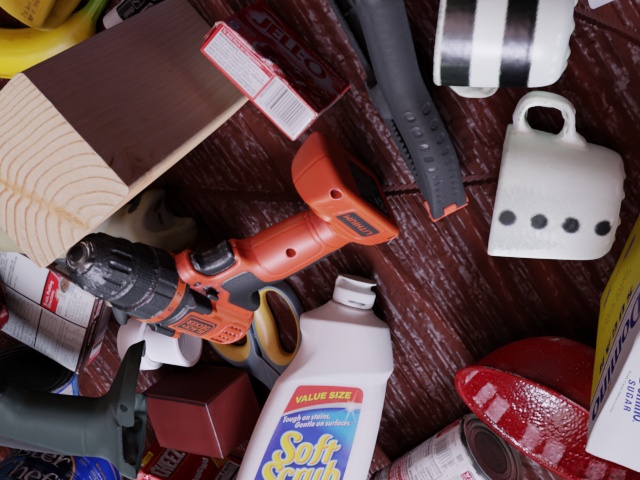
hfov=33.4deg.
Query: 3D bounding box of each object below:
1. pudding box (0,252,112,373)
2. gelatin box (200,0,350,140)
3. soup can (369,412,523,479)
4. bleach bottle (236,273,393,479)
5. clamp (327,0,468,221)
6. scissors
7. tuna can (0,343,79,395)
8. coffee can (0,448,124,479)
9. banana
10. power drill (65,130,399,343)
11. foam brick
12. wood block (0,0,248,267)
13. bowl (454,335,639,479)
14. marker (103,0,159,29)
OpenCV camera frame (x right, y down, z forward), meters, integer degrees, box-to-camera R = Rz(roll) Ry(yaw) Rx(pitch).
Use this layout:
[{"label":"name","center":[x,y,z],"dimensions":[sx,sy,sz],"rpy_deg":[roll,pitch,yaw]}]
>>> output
[{"label":"pudding box","center":[-0.229,0.046,0.884],"dimensions":[0.113,0.039,0.090],"rpy_deg":[28,123,10]},{"label":"gelatin box","center":[-0.029,-0.116,0.714],"dimensions":[0.089,0.073,0.030],"rpy_deg":[44,120,-3]},{"label":"soup can","center":[0.094,0.183,0.812],"dimensions":[0.068,0.068,0.102],"rpy_deg":[47,120,-5]},{"label":"bleach bottle","center":[-0.010,0.147,0.803],"dimensions":[0.102,0.068,0.251],"rpy_deg":[15,96,9]},{"label":"clamp","center":[0.045,-0.106,0.682],"dimensions":[0.036,0.165,0.210],"rpy_deg":[-27,127,1]},{"label":"scissors","center":[-0.044,0.122,0.864],"dimensions":[0.096,0.016,0.202],"rpy_deg":[5,115,20]},{"label":"tuna can","center":[-0.247,0.123,0.900],"dimensions":[0.086,0.086,0.034],"rpy_deg":[9,118,16]},{"label":"coffee can","center":[-0.247,0.233,0.919],"dimensions":[0.103,0.140,0.103],"rpy_deg":[8,117,16]},{"label":"banana","center":[-0.247,-0.158,0.800],"dimensions":[0.198,0.037,0.069],"rpy_deg":[7,87,14]},{"label":"power drill","center":[-0.055,0.001,0.727],"dimensions":[0.188,0.184,0.057],"rpy_deg":[-29,63,19]},{"label":"foam brick","center":[-0.094,0.135,0.857],"dimensions":[0.078,0.052,0.051],"rpy_deg":[1,115,41]},{"label":"wood block","center":[-0.132,-0.079,0.692],"dimensions":[0.090,0.205,0.091],"rpy_deg":[-37,98,30]},{"label":"bowl","center":[0.174,0.114,0.732],"dimensions":[0.162,0.055,0.162],"rpy_deg":[31,161,12]},{"label":"marker","center":[-0.107,-0.184,0.742],"dimensions":[0.121,0.020,0.020],"rpy_deg":[-35,99,29]}]
